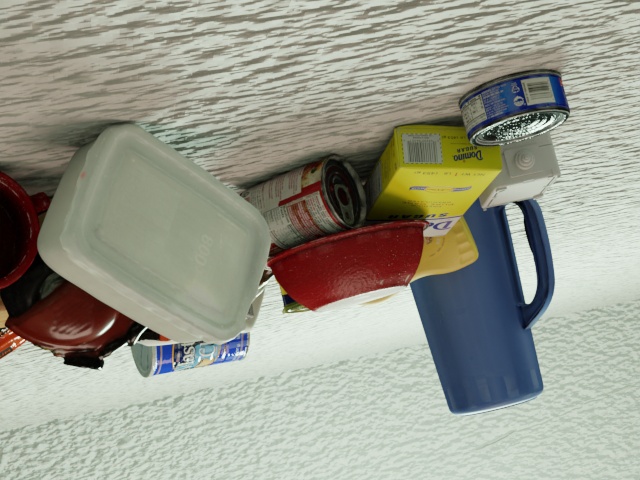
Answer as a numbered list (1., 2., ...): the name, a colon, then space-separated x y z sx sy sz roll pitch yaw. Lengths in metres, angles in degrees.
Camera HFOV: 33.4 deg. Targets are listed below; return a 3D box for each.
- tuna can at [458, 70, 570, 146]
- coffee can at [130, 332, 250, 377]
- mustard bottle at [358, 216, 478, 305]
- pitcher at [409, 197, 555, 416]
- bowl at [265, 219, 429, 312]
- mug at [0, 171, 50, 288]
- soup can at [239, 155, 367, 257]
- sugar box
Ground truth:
1. tuna can: 0.158 -0.106 0.866 0.086 0.034 0.086 -12 169 -3
2. coffee can: -0.180 0.125 1.456 0.140 0.103 0.103 -7 168 -26
3. mustard bottle: 0.061 0.014 1.115 0.192 0.096 0.058 -25 -175 9
4. pitcher: 0.175 0.063 1.183 0.145 0.243 0.149 -13 174 -14
5. bowl: 0.030 0.029 0.991 0.162 0.055 0.162 -14 171 -2
6. mug: -0.254 -0.006 0.786 0.117 0.093 0.082 -32 -174 -34
7. soup can: -0.019 -0.029 0.963 0.102 0.068 0.068 -19 167 31
8. sugar box: 0.094 -0.050 0.978 0.093 0.048 0.176 1 159 -9
